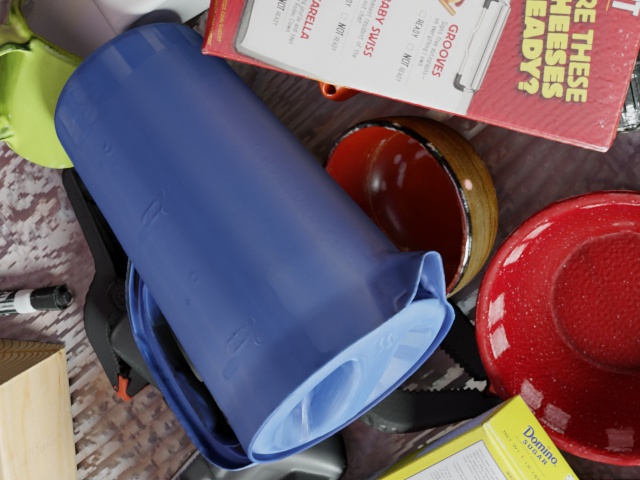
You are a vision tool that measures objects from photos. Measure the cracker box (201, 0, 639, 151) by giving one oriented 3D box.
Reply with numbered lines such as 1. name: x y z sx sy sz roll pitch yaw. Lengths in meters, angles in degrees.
1. cracker box: 0.061 -0.150 0.533 0.214 0.072 0.164 16 105 15

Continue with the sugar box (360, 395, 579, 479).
1. sugar box: 0.081 0.171 0.655 0.093 0.048 0.177 56 139 6

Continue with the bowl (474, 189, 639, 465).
1. bowl: 0.173 0.044 0.612 0.162 0.055 0.162 6 106 19

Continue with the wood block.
1. wood block: -0.240 0.185 0.790 0.091 0.090 0.206 3 105 20

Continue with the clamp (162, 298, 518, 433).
1. clamp: 0.016 0.069 0.662 0.210 0.036 0.164 27 80 7

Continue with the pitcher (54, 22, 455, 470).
1. pitcher: -0.054 0.001 0.606 0.149 0.145 0.243 -33 68 -14

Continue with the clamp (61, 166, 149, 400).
1. clamp: -0.135 0.025 0.735 0.120 0.039 0.171 26 114 23

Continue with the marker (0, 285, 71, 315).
1. marker: -0.236 0.047 0.790 0.121 0.020 0.020 -7 102 22
